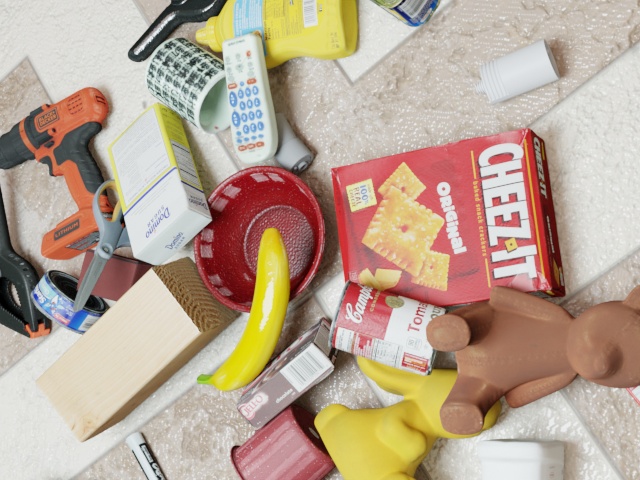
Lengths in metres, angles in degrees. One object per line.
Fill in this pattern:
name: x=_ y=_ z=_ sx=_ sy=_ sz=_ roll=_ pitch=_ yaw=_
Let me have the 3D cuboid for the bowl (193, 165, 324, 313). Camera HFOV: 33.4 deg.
bowl: x=-0.058 y=0.001 z=1.173 sx=0.162 sy=0.055 sz=0.162 roll=-4 pitch=81 yaw=25

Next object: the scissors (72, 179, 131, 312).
scissors: x=-0.226 y=0.014 z=1.203 sx=0.016 sy=0.096 sz=0.201 roll=-41 pitch=37 yaw=37

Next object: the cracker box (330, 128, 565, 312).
cracker box: x=0.125 y=-0.011 z=1.079 sx=0.214 sy=0.072 sz=0.164 roll=-10 pitch=79 yaw=23

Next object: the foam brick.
foam brick: x=-0.236 y=0.044 z=1.255 sx=0.078 sy=0.052 sz=0.051 roll=13 pitch=88 yaw=27

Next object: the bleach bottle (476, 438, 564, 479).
bleach bottle: x=0.188 y=0.312 z=0.987 sx=0.068 sy=0.102 sz=0.251 roll=-4 pitch=80 yaw=30

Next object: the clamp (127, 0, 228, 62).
clamp: x=-0.167 y=-0.280 z=1.273 sx=0.172 sy=0.039 sz=0.120 roll=-8 pitch=81 yaw=24

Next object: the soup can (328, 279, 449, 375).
soup can: x=0.066 y=0.085 z=1.028 sx=0.102 sy=0.068 sz=0.068 roll=16 pitch=90 yaw=10

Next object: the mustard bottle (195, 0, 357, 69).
mustard bottle: x=-0.055 y=-0.243 z=1.204 sx=0.192 sy=0.058 sz=0.096 roll=-4 pitch=87 yaw=25

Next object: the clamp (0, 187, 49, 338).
clamp: x=-0.410 y=0.042 z=1.339 sx=0.165 sy=0.036 sz=0.210 roll=-40 pitch=76 yaw=32

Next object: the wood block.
wood block: x=-0.206 y=0.121 z=1.189 sx=0.206 sy=0.090 sz=0.091 roll=-43 pitch=82 yaw=21

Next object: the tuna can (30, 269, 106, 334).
tuna can: x=-0.296 y=0.072 z=1.261 sx=0.086 sy=0.086 sz=0.034 roll=41 pitch=99 yaw=24

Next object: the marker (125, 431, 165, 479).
marker: x=-0.187 y=0.274 z=1.218 sx=0.020 sy=0.020 sz=0.121 roll=-39 pitch=69 yaw=16

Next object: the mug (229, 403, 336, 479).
mug: x=-0.037 y=0.220 z=1.124 sx=0.081 sy=0.093 sz=0.117 roll=-43 pitch=31 yaw=9

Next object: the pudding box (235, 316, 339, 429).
pudding box: x=-0.032 y=0.139 z=1.121 sx=0.114 sy=0.090 sz=0.039 roll=-39 pitch=97 yaw=14

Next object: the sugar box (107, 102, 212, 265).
sugar box: x=-0.185 y=-0.066 z=1.217 sx=0.093 sy=0.048 sz=0.176 roll=-39 pitch=51 yaw=23

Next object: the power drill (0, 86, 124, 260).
power drill: x=-0.324 y=-0.075 z=1.310 sx=0.185 sy=0.057 sz=0.188 roll=-25 pitch=74 yaw=24

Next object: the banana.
banana: x=-0.071 y=0.086 z=1.117 sx=0.070 sy=0.037 sz=0.198 roll=32 pitch=106 yaw=20

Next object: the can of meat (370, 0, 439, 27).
can of meat: x=0.071 y=-0.276 z=1.134 sx=0.102 sy=0.083 sz=0.057 roll=40 pitch=100 yaw=24
